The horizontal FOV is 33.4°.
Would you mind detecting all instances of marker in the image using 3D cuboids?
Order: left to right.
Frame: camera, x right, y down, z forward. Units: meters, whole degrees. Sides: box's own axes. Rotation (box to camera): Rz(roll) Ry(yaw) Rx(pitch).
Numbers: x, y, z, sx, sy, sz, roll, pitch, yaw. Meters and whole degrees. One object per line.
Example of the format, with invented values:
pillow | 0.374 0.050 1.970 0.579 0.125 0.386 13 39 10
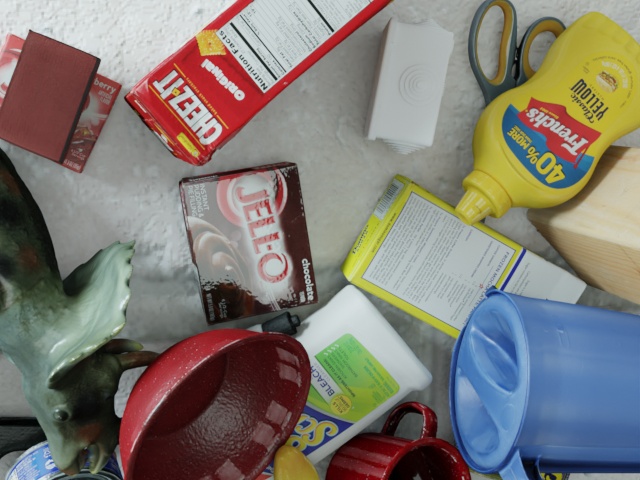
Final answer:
marker | -0.071 0.083 0.821 0.121 0.020 0.020 -22 103 9

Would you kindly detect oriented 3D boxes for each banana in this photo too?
banana | -0.033 0.236 0.831 0.069 0.037 0.198 5 123 -33

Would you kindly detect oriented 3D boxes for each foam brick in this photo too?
foam brick | -0.190 -0.098 0.739 0.051 0.053 0.078 20 90 -15

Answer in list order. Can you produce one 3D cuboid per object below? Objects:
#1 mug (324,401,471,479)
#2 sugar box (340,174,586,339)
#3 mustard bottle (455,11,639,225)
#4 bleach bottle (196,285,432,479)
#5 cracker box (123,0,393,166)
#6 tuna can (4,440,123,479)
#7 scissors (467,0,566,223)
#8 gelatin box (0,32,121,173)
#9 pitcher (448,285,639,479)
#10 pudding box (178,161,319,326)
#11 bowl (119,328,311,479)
mug | 0.059 0.182 0.828 0.093 0.082 0.117 19 79 -32
sugar box | 0.115 0.029 0.858 0.176 0.048 0.093 29 97 -17
mustard bottle | 0.175 -0.082 0.827 0.191 0.058 0.096 -44 95 -10
bleach bottle | -0.039 0.151 0.835 0.251 0.068 0.102 -41 104 -2
cracker box | -0.033 -0.144 0.742 0.213 0.164 0.072 -41 102 -5
tuna can | -0.190 0.187 0.799 0.086 0.034 0.086 -15 134 -17
scissors | 0.159 -0.097 0.868 0.096 0.016 0.202 -9 105 -16
gelatin box | -0.201 -0.100 0.780 0.089 0.030 0.073 25 92 -15
pitcher | 0.229 0.123 0.797 0.242 0.145 0.149 7 93 -15
pudding box | -0.056 0.001 0.821 0.090 0.039 0.113 -11 100 -12
bowl | -0.083 0.118 0.743 0.161 0.055 0.162 -30 140 -30
